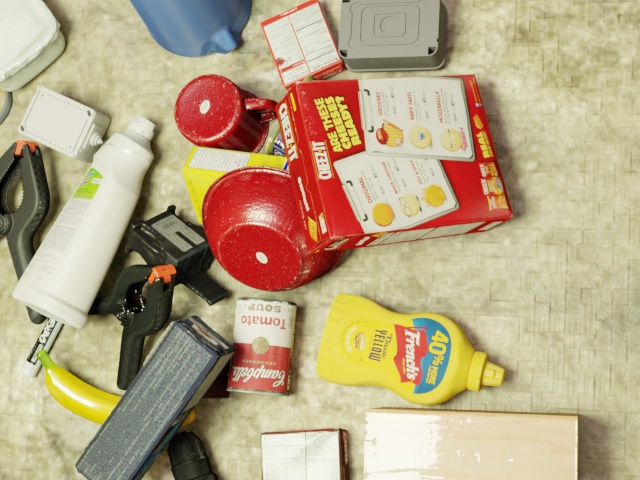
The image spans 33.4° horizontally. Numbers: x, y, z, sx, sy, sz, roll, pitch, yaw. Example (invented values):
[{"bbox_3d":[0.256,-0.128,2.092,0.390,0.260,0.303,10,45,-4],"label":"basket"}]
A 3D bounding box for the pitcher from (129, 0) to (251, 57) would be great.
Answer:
[{"bbox_3d":[-0.170,-0.311,1.166,0.149,0.242,0.145,9,80,10],"label":"pitcher"}]

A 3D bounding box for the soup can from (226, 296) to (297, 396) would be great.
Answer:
[{"bbox_3d":[-0.063,0.115,1.158,0.068,0.068,0.102,3,81,16],"label":"soup can"}]

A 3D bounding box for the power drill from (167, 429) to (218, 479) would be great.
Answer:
[{"bbox_3d":[-0.187,0.319,1.164,0.188,0.057,0.184,-22,76,11],"label":"power drill"}]

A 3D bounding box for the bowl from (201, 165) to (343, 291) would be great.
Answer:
[{"bbox_3d":[-0.057,0.001,1.130,0.162,0.162,0.055,3,39,16],"label":"bowl"}]

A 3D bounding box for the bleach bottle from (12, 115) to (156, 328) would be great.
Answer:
[{"bbox_3d":[-0.253,-0.029,1.215,0.103,0.068,0.250,11,70,49],"label":"bleach bottle"}]

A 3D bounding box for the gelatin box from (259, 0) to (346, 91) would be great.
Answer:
[{"bbox_3d":[-0.020,-0.222,1.222,0.073,0.030,0.089,-23,76,9],"label":"gelatin box"}]

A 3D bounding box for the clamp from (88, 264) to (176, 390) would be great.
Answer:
[{"bbox_3d":[-0.207,0.090,1.188,0.172,0.039,0.120,-37,82,42],"label":"clamp"}]

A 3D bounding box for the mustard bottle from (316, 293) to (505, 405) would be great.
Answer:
[{"bbox_3d":[0.097,0.121,1.118,0.192,0.058,0.096,12,79,17],"label":"mustard bottle"}]

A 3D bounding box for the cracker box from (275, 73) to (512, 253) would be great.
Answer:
[{"bbox_3d":[0.075,-0.081,1.095,0.213,0.072,0.164,-7,76,-25],"label":"cracker box"}]

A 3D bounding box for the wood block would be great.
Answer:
[{"bbox_3d":[0.153,0.215,1.070,0.206,0.090,0.090,0,82,15],"label":"wood block"}]

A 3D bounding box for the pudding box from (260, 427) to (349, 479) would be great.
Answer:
[{"bbox_3d":[-0.016,0.258,1.137,0.090,0.039,0.113,-5,78,15],"label":"pudding box"}]

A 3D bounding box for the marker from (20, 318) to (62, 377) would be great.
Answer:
[{"bbox_3d":[-0.316,0.104,1.255,0.020,0.020,0.121,28,89,18],"label":"marker"}]

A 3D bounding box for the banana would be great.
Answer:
[{"bbox_3d":[-0.233,0.183,1.198,0.198,0.070,0.037,18,50,11],"label":"banana"}]

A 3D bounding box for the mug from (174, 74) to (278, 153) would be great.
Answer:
[{"bbox_3d":[-0.103,-0.140,1.204,0.117,0.081,0.093,-6,79,14],"label":"mug"}]

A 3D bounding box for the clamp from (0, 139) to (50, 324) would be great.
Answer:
[{"bbox_3d":[-0.362,-0.012,1.260,0.165,0.036,0.210,25,99,21],"label":"clamp"}]

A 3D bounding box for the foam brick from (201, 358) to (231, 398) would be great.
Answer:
[{"bbox_3d":[-0.132,0.144,1.168,0.051,0.078,0.053,6,85,16],"label":"foam brick"}]

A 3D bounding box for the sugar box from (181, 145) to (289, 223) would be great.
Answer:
[{"bbox_3d":[-0.056,-0.049,1.168,0.176,0.093,0.048,10,53,18],"label":"sugar box"}]
